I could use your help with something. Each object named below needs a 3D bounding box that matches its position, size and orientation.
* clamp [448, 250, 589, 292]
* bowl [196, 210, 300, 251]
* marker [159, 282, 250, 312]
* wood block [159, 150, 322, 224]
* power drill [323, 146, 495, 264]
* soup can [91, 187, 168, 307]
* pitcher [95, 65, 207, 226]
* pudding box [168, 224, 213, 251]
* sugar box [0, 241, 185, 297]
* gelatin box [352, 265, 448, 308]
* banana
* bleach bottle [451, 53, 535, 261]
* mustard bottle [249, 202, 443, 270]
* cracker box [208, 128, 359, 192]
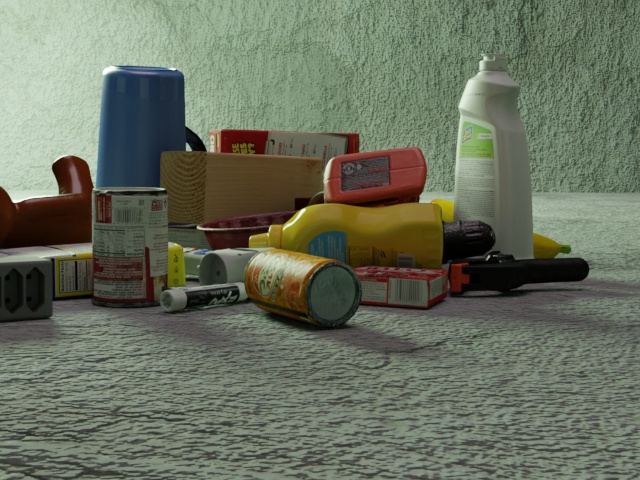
[{"bbox_3d":[0.194,0.032,1.085,0.120,0.039,0.171,-3,5,34],"label":"clamp"},{"bbox_3d":[-0.058,0.001,1.217,0.162,0.055,0.162,-6,6,0],"label":"bowl"},{"bbox_3d":[-0.091,0.048,0.949,0.020,0.020,0.120,5,7,41],"label":"marker"},{"bbox_3d":[-0.101,-0.067,1.391,0.090,0.091,0.205,4,4,43],"label":"wood block"},{"bbox_3d":[0.087,-0.025,1.132,0.184,0.057,0.187,-8,-31,10],"label":"power drill"},{"bbox_3d":[-0.171,0.005,0.955,0.068,0.102,0.068,1,5,0],"label":"soup can"},{"bbox_3d":[-0.231,-0.111,1.442,0.145,0.243,0.149,5,12,7],"label":"pitcher"},{"bbox_3d":[-0.140,-0.001,1.381,0.114,0.039,0.090,1,4,22],"label":"pudding box"},{"bbox_3d":[-0.227,0.027,1.020,0.175,0.048,0.093,-7,8,-32],"label":"sugar box"},{"bbox_3d":[0.067,0.041,0.993,0.089,0.030,0.073,3,5,21],"label":"gelatin box"},{"bbox_3d":[0.228,-0.011,1.400,0.198,0.037,0.069,22,6,16],"label":"banana"},{"bbox_3d":[0.203,-0.089,1.234,0.067,0.251,0.103,-3,7,-39],"label":"bleach bottle"},{"bbox_3d":[0.025,0.006,1.064,0.191,0.096,0.058,0,48,4],"label":"mustard bottle"},{"bbox_3d":[-0.053,-0.077,1.539,0.213,0.164,0.072,-1,4,-23],"label":"cracker box"}]
